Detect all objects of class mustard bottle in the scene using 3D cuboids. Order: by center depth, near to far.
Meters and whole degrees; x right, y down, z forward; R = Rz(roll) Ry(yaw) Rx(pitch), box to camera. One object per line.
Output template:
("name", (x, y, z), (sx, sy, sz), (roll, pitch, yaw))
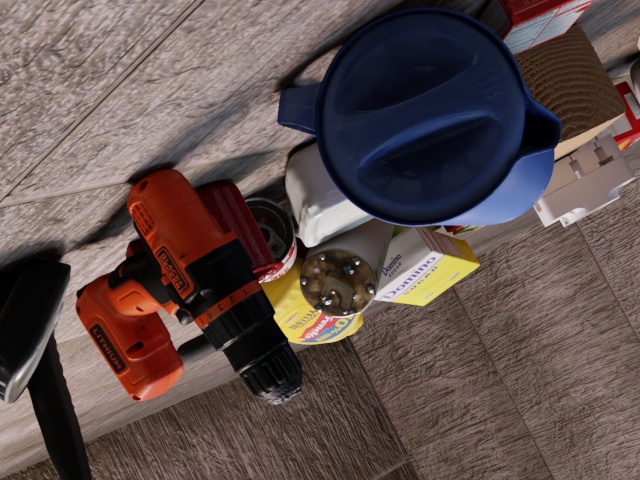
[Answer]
("mustard bottle", (-0.010, 0.072, 1.150), (0.096, 0.058, 0.191), (-41, 149, 18))

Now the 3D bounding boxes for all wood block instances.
("wood block", (0.188, -0.108, 1.007), (0.090, 0.091, 0.206), (-25, 172, -15))

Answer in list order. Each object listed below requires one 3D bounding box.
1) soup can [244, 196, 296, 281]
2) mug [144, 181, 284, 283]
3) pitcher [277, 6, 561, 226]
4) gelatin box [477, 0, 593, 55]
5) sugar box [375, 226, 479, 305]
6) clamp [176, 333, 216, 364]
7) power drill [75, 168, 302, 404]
("soup can", (-0.057, 0.001, 1.006), (0.068, 0.068, 0.102), (-26, 173, -3))
("mug", (-0.098, 0.010, 0.877), (0.117, 0.081, 0.093), (-30, 172, 21))
("pitcher", (0.086, -0.072, 0.752), (0.145, 0.149, 0.242), (-40, 166, 13))
("gelatin box", (0.150, -0.162, 0.757), (0.073, 0.030, 0.089), (-24, 172, -10))
("sugar box", (0.114, 0.032, 1.235), (0.093, 0.048, 0.176), (-39, 162, 18))
("clamp", (-0.061, 0.086, 1.244), (0.210, 0.036, 0.164), (-34, 168, 28))
("power drill", (-0.103, 0.058, 0.794), (0.057, 0.184, 0.188), (-28, 174, -39))
